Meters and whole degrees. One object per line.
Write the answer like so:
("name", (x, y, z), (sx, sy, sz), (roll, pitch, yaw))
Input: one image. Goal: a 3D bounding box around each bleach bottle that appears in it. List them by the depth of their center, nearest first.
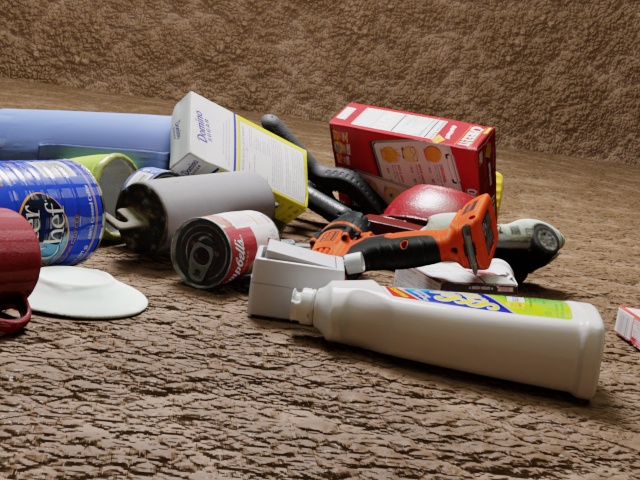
("bleach bottle", (0.099, 0.072, 0.879), (0.251, 0.068, 0.102), (8, 11, 7))

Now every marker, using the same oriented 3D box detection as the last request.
("marker", (-0.018, 0.031, 1.009), (0.121, 0.020, 0.020), (-11, 7, 12))

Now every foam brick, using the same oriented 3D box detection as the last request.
("foam brick", (0.082, 0.003, 1.241), (0.078, 0.053, 0.051), (11, 11, 15))

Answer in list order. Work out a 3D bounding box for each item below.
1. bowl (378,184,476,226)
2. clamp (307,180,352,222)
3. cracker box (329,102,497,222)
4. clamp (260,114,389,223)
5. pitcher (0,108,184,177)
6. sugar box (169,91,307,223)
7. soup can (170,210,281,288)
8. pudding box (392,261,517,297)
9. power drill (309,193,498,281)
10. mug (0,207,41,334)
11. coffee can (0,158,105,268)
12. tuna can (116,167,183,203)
("bowl", (0.152, -0.029, 1.322), (0.162, 0.055, 0.162), (16, -9, 2))
("clamp", (-0.020, -0.059, 1.362), (0.171, 0.039, 0.120), (29, -6, 3))
("cracker box", (0.126, -0.086, 1.422), (0.214, 0.164, 0.072), (14, 41, 28))
("clamp", (-0.002, -0.078, 1.427), (0.210, 0.165, 0.036), (20, 48, 14))
("pitcher", (-0.276, -0.095, 1.275), (0.243, 0.149, 0.145), (6, 45, 3))
("sugar box", (-0.093, -0.094, 1.246), (0.176, 0.093, 0.048), (23, -42, -33))
("soup can", (-0.091, 0.007, 1.046), (0.069, 0.068, 0.102), (14, 11, 24))
("pudding box", (0.137, 0.048, 1.094), (0.090, 0.039, 0.114), (2, 10, -20))
("power drill", (0.083, 0.000, 1.084), (0.188, 0.057, 0.184), (-11, 17, 18))
("mug", (-0.260, 0.023, 0.808), (0.117, 0.093, 0.081), (47, 20, 19))
("coffee can", (-0.277, -0.021, 0.951), (0.103, 0.103, 0.140), (15, 12, 31))
("tuna can", (-0.179, -0.035, 1.149), (0.034, 0.086, 0.085), (14, 12, 32))
